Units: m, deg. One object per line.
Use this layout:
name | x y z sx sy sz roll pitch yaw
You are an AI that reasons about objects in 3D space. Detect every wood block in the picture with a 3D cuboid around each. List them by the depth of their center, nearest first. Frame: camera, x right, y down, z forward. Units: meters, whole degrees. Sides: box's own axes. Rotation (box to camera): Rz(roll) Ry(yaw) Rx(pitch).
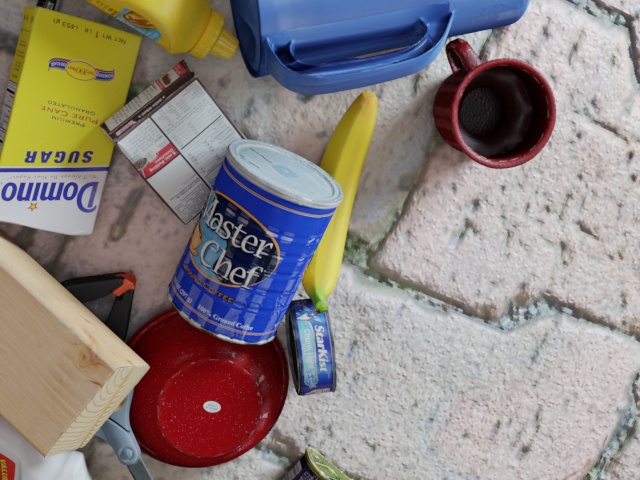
wood block | -0.250 0.067 0.856 0.206 0.090 0.091 40 91 9

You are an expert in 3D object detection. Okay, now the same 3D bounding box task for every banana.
banana | 0.015 -0.030 0.931 0.037 0.070 0.198 16 79 -26

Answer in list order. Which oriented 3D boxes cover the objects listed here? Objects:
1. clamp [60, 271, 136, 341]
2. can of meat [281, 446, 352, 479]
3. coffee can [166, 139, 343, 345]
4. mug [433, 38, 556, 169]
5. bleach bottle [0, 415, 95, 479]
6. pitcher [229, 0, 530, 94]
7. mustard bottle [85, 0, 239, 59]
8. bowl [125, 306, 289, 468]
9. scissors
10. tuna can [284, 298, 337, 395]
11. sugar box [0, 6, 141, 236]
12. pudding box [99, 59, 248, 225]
clamp | -0.234 0.083 0.925 0.120 0.039 0.171 38 94 -20
can of meat | -0.002 0.256 0.984 0.102 0.057 0.084 41 94 -13
coffee can | -0.056 0.001 0.891 0.102 0.103 0.140 21 111 -12
mug | 0.141 -0.122 0.930 0.093 0.081 0.117 -34 103 -3
bleach bottle | -0.293 0.167 0.901 0.250 0.068 0.103 25 111 -8
pitcher | 0.049 -0.207 0.873 0.242 0.145 0.149 -10 103 -11
mustard bottle | -0.150 -0.199 0.848 0.191 0.096 0.058 29 89 -20
bowl | -0.101 0.138 0.939 0.162 0.055 0.162 -4 106 -13
scissors | -0.184 0.177 0.908 0.096 0.016 0.202 -12 93 5
tuna can | -0.009 0.093 0.940 0.033 0.086 0.086 -7 101 -7
sugar box | -0.216 -0.096 0.882 0.093 0.048 0.176 11 96 -31
pudding box | -0.115 -0.080 0.897 0.090 0.039 0.113 -39 132 -2
